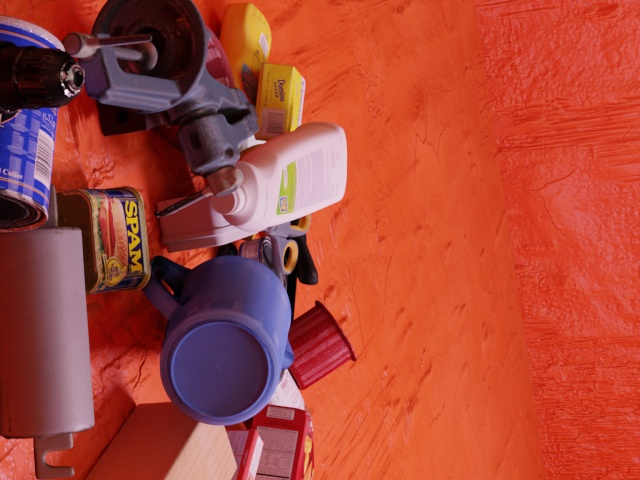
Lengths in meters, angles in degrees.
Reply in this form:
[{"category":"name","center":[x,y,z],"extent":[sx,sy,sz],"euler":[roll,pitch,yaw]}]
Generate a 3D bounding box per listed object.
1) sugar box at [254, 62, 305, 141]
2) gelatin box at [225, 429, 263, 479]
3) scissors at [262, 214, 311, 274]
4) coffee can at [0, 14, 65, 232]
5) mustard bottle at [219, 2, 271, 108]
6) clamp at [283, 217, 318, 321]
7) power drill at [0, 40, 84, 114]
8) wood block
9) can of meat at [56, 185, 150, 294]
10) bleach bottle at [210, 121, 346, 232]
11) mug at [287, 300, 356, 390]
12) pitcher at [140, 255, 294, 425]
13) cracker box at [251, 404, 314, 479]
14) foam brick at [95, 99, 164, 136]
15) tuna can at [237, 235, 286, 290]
[{"category":"sugar box","center":[-0.049,-0.168,1.341],"extent":[0.176,0.048,0.093],"euler":[-32,129,-83]},{"category":"gelatin box","center":[-0.112,0.240,1.140],"extent":[0.073,0.089,0.030],"euler":[-76,153,-42]},{"category":"scissors","center":[-0.058,0.002,1.241],"extent":[0.201,0.016,0.096],"euler":[-19,120,-66]},{"category":"coffee can","center":[-0.255,-0.088,0.822],"extent":[0.102,0.103,0.140],"euler":[39,49,-63]},{"category":"mustard bottle","center":[-0.102,-0.194,1.321],"extent":[0.096,0.058,0.191],"euler":[71,22,-58]},{"category":"clamp","center":[-0.040,0.012,1.421],"extent":[0.165,0.036,0.210],"euler":[113,-25,-51]},{"category":"power drill","center":[-0.256,-0.049,0.722],"extent":[0.057,0.185,0.187],"euler":[42,56,-60]},{"category":"wood block","center":[-0.163,0.246,1.001],"extent":[0.205,0.091,0.090],"euler":[-60,140,-58]},{"category":"can of meat","center":[-0.208,0.000,0.995],"extent":[0.083,0.058,0.102],"euler":[-6,90,-67]},{"category":"bleach bottle","center":[-0.047,-0.070,1.163],"extent":[0.250,0.068,0.102],"euler":[-24,114,-64]},{"category":"mug","center":[-0.017,0.133,1.362],"extent":[0.093,0.081,0.117],"euler":[61,-11,-21]},{"category":"pitcher","center":[-0.102,0.091,1.053],"extent":[0.243,0.149,0.145],"euler":[-107,-168,-82]},{"category":"cracker box","center":[-0.055,0.323,1.239],"extent":[0.164,0.072,0.213],"euler":[88,9,-53]},{"category":"foam brick","center":[-0.192,-0.150,1.077],"extent":[0.051,0.053,0.078],"euler":[-35,117,-66]},{"category":"tuna can","center":[-0.071,0.039,1.300],"extent":[0.086,0.034,0.086],"euler":[-13,90,-77]}]
